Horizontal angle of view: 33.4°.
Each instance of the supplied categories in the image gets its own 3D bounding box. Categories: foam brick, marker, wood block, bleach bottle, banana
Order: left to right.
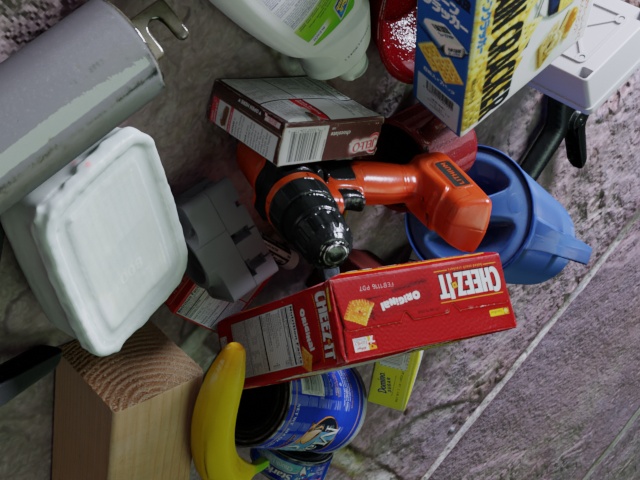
[{"bbox_3d":[-0.170,0.181,0.921,0.090,0.091,0.206,-21,135,-39],"label":"wood block"},{"bbox_3d":[-0.082,0.162,0.904,0.069,0.037,0.198,-53,156,-32],"label":"banana"},{"bbox_3d":[-0.056,0.001,0.959,0.020,0.020,0.121,-54,147,2],"label":"marker"},{"bbox_3d":[-0.027,-0.183,0.790,0.102,0.068,0.250,-51,149,-1],"label":"bleach bottle"},{"bbox_3d":[0.034,0.041,1.076,0.078,0.051,0.053,10,113,-54],"label":"foam brick"}]

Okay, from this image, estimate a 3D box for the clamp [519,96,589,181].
[{"bbox_3d":[0.276,-0.137,1.219,0.120,0.039,0.171,-32,138,-36],"label":"clamp"}]

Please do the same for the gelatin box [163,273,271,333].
[{"bbox_3d":[-0.093,0.039,0.940,0.073,0.030,0.089,-53,146,2],"label":"gelatin box"}]

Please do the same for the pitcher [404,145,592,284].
[{"bbox_3d":[0.202,-0.011,1.133,0.145,0.149,0.242,-30,161,21],"label":"pitcher"}]

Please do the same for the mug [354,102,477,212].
[{"bbox_3d":[0.097,-0.090,0.990,0.081,0.093,0.117,-30,166,-38],"label":"mug"}]

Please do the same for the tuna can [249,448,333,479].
[{"bbox_3d":[-0.030,0.224,1.135,0.085,0.086,0.034,-5,122,-48],"label":"tuna can"}]

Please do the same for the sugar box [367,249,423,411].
[{"bbox_3d":[0.093,0.085,1.121,0.176,0.048,0.093,-67,169,-55],"label":"sugar box"}]

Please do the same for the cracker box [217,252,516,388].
[{"bbox_3d":[0.030,0.068,0.893,0.163,0.072,0.214,-8,172,-30],"label":"cracker box"}]

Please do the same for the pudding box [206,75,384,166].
[{"bbox_3d":[-0.019,-0.098,0.850,0.113,0.090,0.039,-9,124,-45],"label":"pudding box"}]

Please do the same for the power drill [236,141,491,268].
[{"bbox_3d":[0.039,-0.031,0.854,0.187,0.184,0.057,5,119,-26],"label":"power drill"}]

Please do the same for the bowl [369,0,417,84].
[{"bbox_3d":[0.089,-0.216,0.903,0.161,0.055,0.162,-31,141,-30],"label":"bowl"}]

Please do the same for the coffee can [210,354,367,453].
[{"bbox_3d":[-0.032,0.156,1.054,0.140,0.103,0.103,20,105,-55],"label":"coffee can"}]
